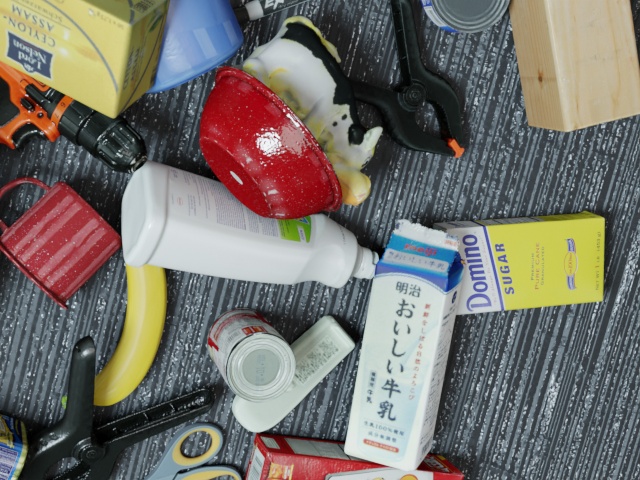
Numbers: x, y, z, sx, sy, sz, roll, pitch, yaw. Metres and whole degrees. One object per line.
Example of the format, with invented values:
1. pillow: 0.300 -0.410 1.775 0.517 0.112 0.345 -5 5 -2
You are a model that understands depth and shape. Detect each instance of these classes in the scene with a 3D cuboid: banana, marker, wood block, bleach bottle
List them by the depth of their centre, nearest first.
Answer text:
1. bleach bottle: -0.057 0.001 0.995 0.250 0.102 0.068 15 129 -26
2. marker: -0.040 -0.226 1.009 0.121 0.020 0.020 -22 105 -11
3. banana: -0.181 0.078 1.012 0.069 0.037 0.198 17 96 -27
4. wood block: 0.245 -0.220 1.050 0.090 0.091 0.206 -15 104 -12

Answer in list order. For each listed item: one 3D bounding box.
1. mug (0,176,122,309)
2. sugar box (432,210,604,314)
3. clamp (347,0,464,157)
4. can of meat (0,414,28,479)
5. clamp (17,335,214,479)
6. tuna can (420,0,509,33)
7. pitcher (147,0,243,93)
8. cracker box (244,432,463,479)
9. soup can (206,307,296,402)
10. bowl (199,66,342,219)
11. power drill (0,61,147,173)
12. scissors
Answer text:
1. mug: -0.242 -0.007 0.960 0.117 0.093 0.081 45 81 -7
2. sugar box: 0.205 0.023 1.106 0.176 0.048 0.093 -6 101 -15
3. clamp: 0.088 -0.154 1.047 0.171 0.039 0.120 38 93 -24
4. can of meat: -0.315 0.185 0.966 0.083 0.102 0.057 23 92 -20
5. clamp: -0.222 0.181 0.997 0.210 0.036 0.164 -41 132 8
6. tuna can: 0.141 -0.247 1.047 0.086 0.034 0.086 -3 100 -15
7. pitcher: -0.173 -0.251 0.919 0.144 0.149 0.243 -41 114 -38
8. cracker box: 0.021 0.292 1.091 0.213 0.072 0.164 10 98 -18
9. soup can: -0.067 0.108 1.018 0.068 0.102 0.068 -3 100 -15
10. bowl: -0.055 -0.072 0.933 0.055 0.162 0.162 -43 108 -16
11. power drill: -0.267 -0.075 0.916 0.184 0.057 0.187 41 77 11
12. scissors: -0.177 0.230 1.056 0.201 0.016 0.096 -1 98 -15
